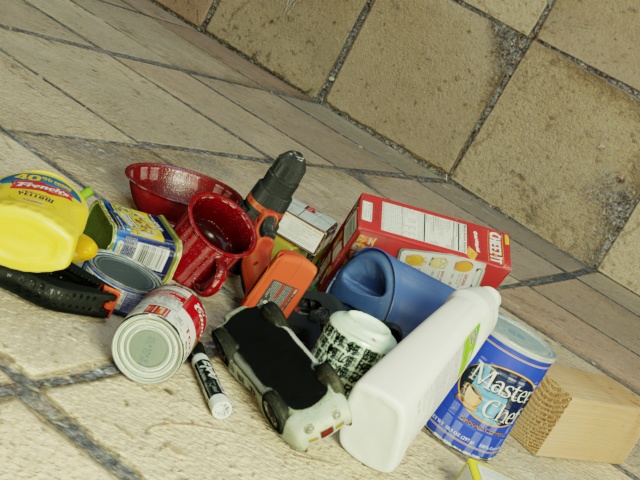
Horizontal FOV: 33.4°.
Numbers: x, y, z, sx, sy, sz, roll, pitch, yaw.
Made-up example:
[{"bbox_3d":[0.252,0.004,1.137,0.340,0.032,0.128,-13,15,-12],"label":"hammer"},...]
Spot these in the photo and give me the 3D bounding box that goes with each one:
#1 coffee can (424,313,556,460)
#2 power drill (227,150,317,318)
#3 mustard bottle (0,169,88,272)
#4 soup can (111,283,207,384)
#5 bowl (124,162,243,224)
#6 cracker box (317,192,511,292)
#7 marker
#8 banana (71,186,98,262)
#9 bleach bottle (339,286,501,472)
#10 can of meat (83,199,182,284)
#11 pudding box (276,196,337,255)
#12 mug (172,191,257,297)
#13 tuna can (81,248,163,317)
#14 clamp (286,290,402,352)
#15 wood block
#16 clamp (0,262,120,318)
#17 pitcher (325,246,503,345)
[{"bbox_3d":[0.189,0.164,1.216,0.102,0.140,0.103,27,13,-7],"label":"coffee can"},{"bbox_3d":[-0.058,0.002,1.275,0.057,0.185,0.188,22,24,-25],"label":"power drill"},{"bbox_3d":[-0.271,-0.027,1.017,0.096,0.058,0.191,15,14,-10],"label":"mustard bottle"},{"bbox_3d":[-0.148,0.085,0.988,0.068,0.068,0.102,28,14,-1],"label":"soup can"},{"bbox_3d":[-0.185,-0.049,1.411,0.162,0.055,0.162,16,17,-5],"label":"bowl"},{"bbox_3d":[0.122,0.030,1.423,0.213,0.164,0.072,15,52,-12],"label":"cracker box"},{"bbox_3d":[-0.108,0.129,1.011,0.020,0.020,0.121,21,15,-27],"label":"marker"},{"bbox_3d":[-0.273,-0.015,1.127,0.037,0.069,0.198,59,0,-26],"label":"banana"},{"bbox_3d":[0.116,0.123,1.088,0.068,0.103,0.250,28,39,22],"label":"bleach bottle"},{"bbox_3d":[-0.214,0.000,1.200,0.083,0.057,0.102,17,17,-32],"label":"can of meat"},{"bbox_3d":[-0.039,-0.028,1.404,0.113,0.039,0.090,29,14,6],"label":"pudding box"},{"bbox_3d":[-0.131,0.014,1.232,0.093,0.082,0.117,16,45,-36],"label":"mug"},{"bbox_3d":[-0.206,0.045,1.096,0.086,0.034,0.086,27,13,-7],"label":"tuna can"},{"bbox_3d":[0.014,0.097,1.240,0.120,0.039,0.172,-13,31,-19],"label":"clamp"},{"bbox_3d":[0.329,0.224,1.384,0.205,0.091,0.090,15,18,-43],"label":"wood block"},{"bbox_3d":[-0.288,0.027,0.991,0.209,0.036,0.164,25,13,-15],"label":"clamp"},{"bbox_3d":[0.133,0.115,1.343,0.242,0.149,0.145,23,-18,-34],"label":"pitcher"}]
